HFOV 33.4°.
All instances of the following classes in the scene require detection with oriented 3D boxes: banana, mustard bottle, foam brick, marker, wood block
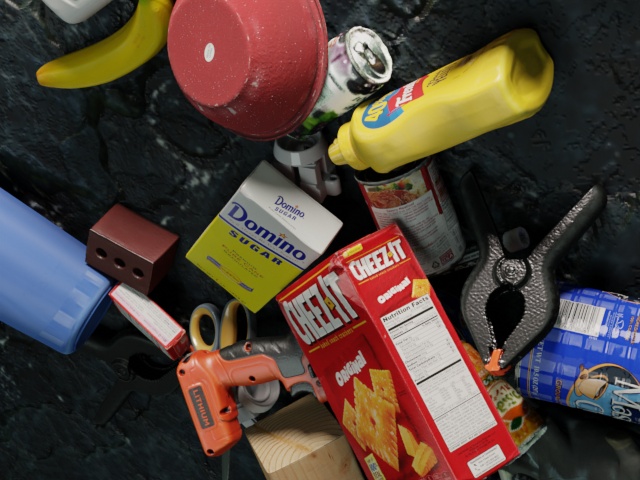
[{"bbox_3d":[-0.181,-0.177,0.944,0.069,0.037,0.198,24,147,-30],"label":"banana"},{"bbox_3d":[0.082,-0.097,0.829,0.192,0.096,0.058,-21,113,39],"label":"mustard bottle"},{"bbox_3d":[-0.193,0.009,1.096,0.078,0.051,0.053,27,134,8],"label":"foam brick"},{"bbox_3d":[0.129,0.015,0.942,0.121,0.020,0.020,-22,111,39],"label":"marker"},{"bbox_3d":[0.004,0.282,1.149,0.091,0.090,0.206,46,160,60],"label":"wood block"}]

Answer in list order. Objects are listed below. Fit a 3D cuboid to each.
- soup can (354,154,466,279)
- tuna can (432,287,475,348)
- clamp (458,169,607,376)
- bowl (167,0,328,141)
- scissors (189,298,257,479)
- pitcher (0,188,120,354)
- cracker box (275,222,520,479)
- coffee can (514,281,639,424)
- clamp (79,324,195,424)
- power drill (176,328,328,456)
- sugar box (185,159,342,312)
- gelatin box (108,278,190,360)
[{"bbox_3d":[0.078,-0.025,0.907,0.069,0.068,0.102,-6,122,32],"label":"soup can"},{"bbox_3d":[0.104,0.087,1.002,0.086,0.033,0.086,15,130,19],"label":"tuna can"},{"bbox_3d":[0.166,0.023,0.855,0.120,0.171,0.039,-2,166,27],"label":"clamp"},{"bbox_3d":[-0.072,-0.156,0.859,0.162,0.055,0.162,14,112,37],"label":"bowl"},{"bbox_3d":[-0.111,0.153,1.119,0.096,0.016,0.202,18,99,38],"label":"scissors"},{"bbox_3d":[-0.341,0.019,1.147,0.243,0.149,0.145,31,119,0],"label":"pitcher"},{"bbox_3d":[0.057,0.112,0.913,0.214,0.072,0.164,62,154,5],"label":"cracker box"},{"bbox_3d":[0.243,0.095,0.883,0.140,0.102,0.103,12,129,21],"label":"coffee can"},{"bbox_3d":[-0.228,0.133,1.221,0.210,0.036,0.164,-17,115,35],"label":"clamp"},{"bbox_3d":[-0.034,0.149,1.046,0.188,0.057,0.184,-21,86,15],"label":"power drill"},{"bbox_3d":[-0.057,0.001,0.987,0.093,0.048,0.176,39,152,-4],"label":"sugar box"},{"bbox_3d":[-0.179,0.084,1.130,0.089,0.030,0.073,41,167,9],"label":"gelatin box"}]
